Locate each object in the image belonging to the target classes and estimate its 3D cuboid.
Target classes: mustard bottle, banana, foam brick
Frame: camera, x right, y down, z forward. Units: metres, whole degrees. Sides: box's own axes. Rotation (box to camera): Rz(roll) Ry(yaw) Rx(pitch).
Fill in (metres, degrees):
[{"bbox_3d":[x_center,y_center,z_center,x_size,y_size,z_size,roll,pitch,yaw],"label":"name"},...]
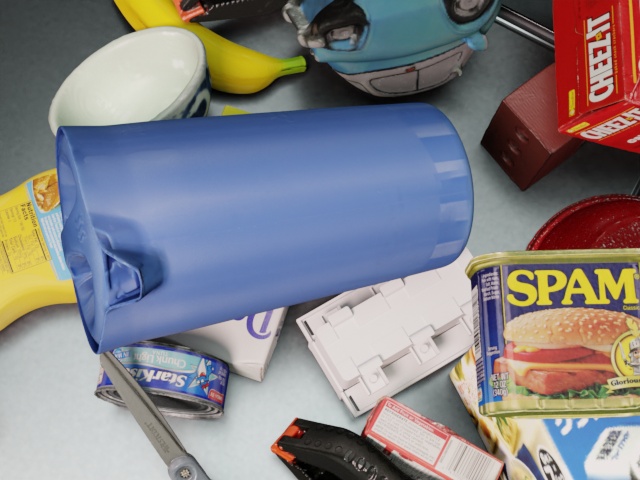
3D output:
[{"bbox_3d":[-0.188,0.000,0.744,0.191,0.058,0.096,-21,69,-8],"label":"mustard bottle"},{"bbox_3d":[-0.107,-0.168,0.813,0.198,0.037,0.069,38,48,7],"label":"banana"},{"bbox_3d":[0.158,-0.081,0.770,0.051,0.078,0.053,-35,77,-13],"label":"foam brick"}]

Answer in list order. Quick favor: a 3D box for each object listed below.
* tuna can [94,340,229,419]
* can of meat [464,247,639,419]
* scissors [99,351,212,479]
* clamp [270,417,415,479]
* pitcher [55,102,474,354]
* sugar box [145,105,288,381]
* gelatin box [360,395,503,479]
[{"bbox_3d":[-0.103,0.093,0.704,0.086,0.086,0.033,8,71,1],"label":"tuna can"},{"bbox_3d":[0.132,0.052,0.572,0.102,0.057,0.084,-1,76,-1],"label":"can of meat"},{"bbox_3d":[-0.094,0.163,0.673,0.096,0.016,0.201,-46,109,1],"label":"scissors"},{"bbox_3d":[0.047,0.164,0.676,0.171,0.120,0.039,34,48,11],"label":"clamp"},{"bbox_3d":[-0.039,-0.021,0.661,0.242,0.145,0.149,-10,65,-19],"label":"pitcher"},{"bbox_3d":[-0.055,0.001,0.755,0.093,0.048,0.176,18,72,4],"label":"sugar box"},{"bbox_3d":[0.070,0.139,0.701,0.089,0.073,0.030,29,73,8],"label":"gelatin box"}]
